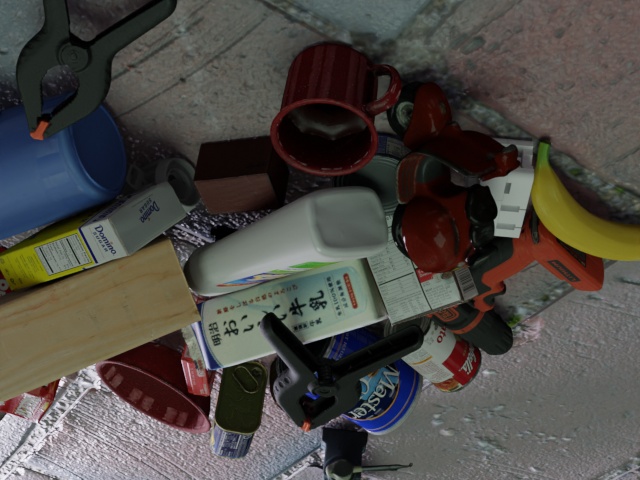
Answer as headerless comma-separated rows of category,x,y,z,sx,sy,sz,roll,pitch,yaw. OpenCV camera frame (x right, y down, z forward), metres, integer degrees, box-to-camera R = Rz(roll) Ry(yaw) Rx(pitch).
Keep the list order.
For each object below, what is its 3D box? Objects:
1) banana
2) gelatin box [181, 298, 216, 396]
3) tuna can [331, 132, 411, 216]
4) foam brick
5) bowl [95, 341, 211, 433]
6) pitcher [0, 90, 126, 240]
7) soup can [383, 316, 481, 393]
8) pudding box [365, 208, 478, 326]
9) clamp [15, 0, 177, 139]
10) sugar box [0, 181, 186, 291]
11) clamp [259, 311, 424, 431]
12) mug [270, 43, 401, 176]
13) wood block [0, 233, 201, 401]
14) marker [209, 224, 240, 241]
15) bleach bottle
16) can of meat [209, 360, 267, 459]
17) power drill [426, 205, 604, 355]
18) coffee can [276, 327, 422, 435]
banana,0.265,-0.019,1.024,0.197,0.037,0.070,30,108,-27
gelatin box,-0.136,0.125,1.244,0.030,0.089,0.073,5,141,5
tuna can,0.055,-0.063,1.026,0.086,0.033,0.086,5,141,4
foam brick,-0.077,-0.062,1.035,0.078,0.053,0.051,-4,139,16
bowl,-0.195,0.173,1.318,0.162,0.055,0.162,22,152,12
pitcher,-0.318,-0.068,1.017,0.243,0.145,0.149,-14,177,20
soup can,0.127,0.119,1.209,0.069,0.068,0.102,-24,131,33
pudding box,0.094,0.020,1.069,0.090,0.113,0.039,-22,176,33
clamp,-0.197,-0.162,0.903,0.120,0.039,0.172,17,111,-10
sugar box,-0.222,-0.004,1.023,0.177,0.093,0.048,-19,104,37
clamp,0.014,0.140,1.117,0.164,0.036,0.210,2,143,-5
mug,0.017,-0.120,0.925,0.117,0.081,0.093,-19,133,30
wood block,-0.234,0.074,1.063,0.206,0.091,0.090,-22,98,-11
marker,-0.057,0.001,1.135,0.121,0.020,0.020,10,141,-2
bleach bottle,-0.053,0.012,1.065,0.102,0.068,0.251,-5,170,-41
can of meat,-0.104,0.212,1.337,0.057,0.102,0.084,11,143,-6
power drill,0.196,0.047,1.116,0.188,0.057,0.184,-27,129,35
coffee can,0.034,0.150,1.234,0.140,0.102,0.103,34,134,-28
